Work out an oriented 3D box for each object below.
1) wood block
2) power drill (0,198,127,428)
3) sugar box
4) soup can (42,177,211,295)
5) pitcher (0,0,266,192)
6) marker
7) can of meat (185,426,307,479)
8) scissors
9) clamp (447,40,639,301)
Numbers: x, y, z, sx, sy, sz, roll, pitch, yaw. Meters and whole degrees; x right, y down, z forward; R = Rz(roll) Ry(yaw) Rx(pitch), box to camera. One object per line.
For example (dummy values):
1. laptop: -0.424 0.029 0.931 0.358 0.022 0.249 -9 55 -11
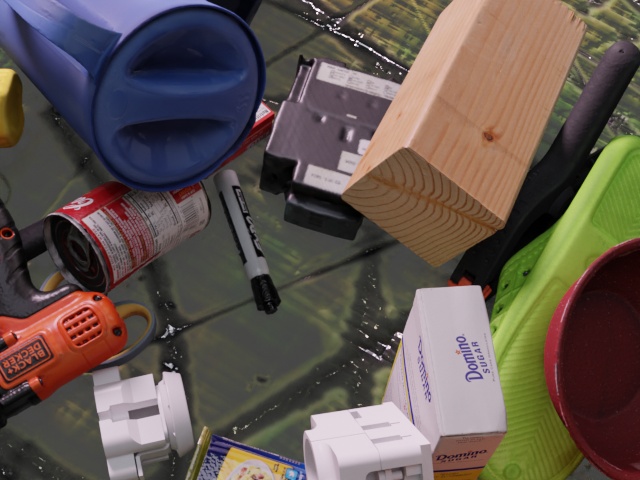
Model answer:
1. wood block: 0.109 -0.097 0.781 0.090 0.090 0.206 36 56 -12
2. power drill: -0.246 0.038 0.701 0.184 0.057 0.188 -30 82 -14
3. sugar box: 0.074 0.108 0.671 0.048 0.176 0.093 -2 61 -8
4. soup can: -0.136 -0.012 0.762 0.068 0.069 0.102 43 53 15
5. pitcher: -0.163 -0.150 0.765 0.144 0.149 0.243 -26 44 -27
6. marker: -0.055 0.001 0.803 0.020 0.020 0.121 -14 65 -14
7. can of meat: -0.052 0.182 0.685 0.084 0.057 0.102 17 61 0
8. scissors: -0.215 0.077 0.743 0.201 0.016 0.096 -21 64 -18
9. clamp: 0.175 -0.033 0.807 0.036 0.164 0.210 37 86 27
